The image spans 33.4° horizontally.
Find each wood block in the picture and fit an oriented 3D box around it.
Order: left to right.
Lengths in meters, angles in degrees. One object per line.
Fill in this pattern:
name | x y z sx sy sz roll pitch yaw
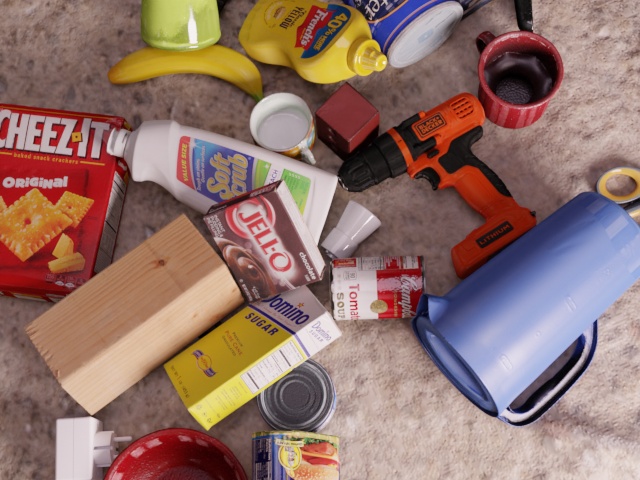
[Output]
wood block | -0.196 0.078 1.140 0.206 0.090 0.091 -36 61 -9

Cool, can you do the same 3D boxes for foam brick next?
foam brick | 0.031 -0.131 1.202 0.051 0.078 0.053 -44 76 -10

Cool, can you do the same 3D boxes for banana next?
banana | -0.151 -0.202 1.256 0.198 0.037 0.069 12 75 7

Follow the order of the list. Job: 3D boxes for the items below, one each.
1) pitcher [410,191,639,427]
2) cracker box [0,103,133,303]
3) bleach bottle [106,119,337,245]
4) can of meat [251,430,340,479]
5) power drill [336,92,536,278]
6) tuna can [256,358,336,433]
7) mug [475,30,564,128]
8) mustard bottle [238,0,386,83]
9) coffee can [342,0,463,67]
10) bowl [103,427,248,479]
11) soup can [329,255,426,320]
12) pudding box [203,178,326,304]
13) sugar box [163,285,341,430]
pitcher | 0.229 0.069 1.116 0.242 0.149 0.145 -39 60 -10
cracker box | -0.312 -0.041 1.206 0.164 0.072 0.213 7 74 6
bleach bottle | -0.113 -0.064 1.174 0.251 0.068 0.102 18 86 -1
can of meat | -0.025 0.242 1.094 0.058 0.101 0.084 -19 64 43
power drill | 0.135 -0.054 1.183 0.184 0.057 0.188 -31 75 -4
tuna can | -0.026 0.168 1.146 0.086 0.034 0.086 -1 74 4
mug | 0.213 -0.185 1.201 0.093 0.081 0.117 -37 75 -6
mustard bottle | 0.000 -0.226 1.202 0.192 0.058 0.096 29 72 38
coffee can | 0.082 -0.285 1.228 0.102 0.103 0.140 -34 75 -5
bowl | -0.148 0.279 1.113 0.162 0.055 0.162 -1 74 4
soup can | 0.062 0.051 1.153 0.102 0.068 0.068 -2 74 3
pudding box | -0.058 0.001 1.128 0.090 0.039 0.113 -20 110 23
sugar box | -0.074 0.116 1.136 0.176 0.048 0.093 -37 35 -5
